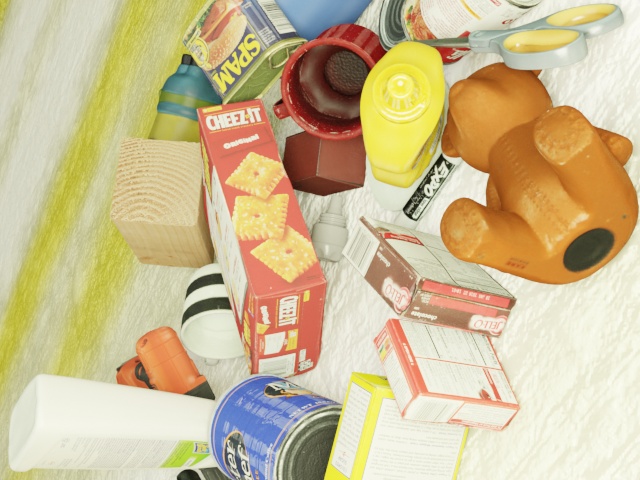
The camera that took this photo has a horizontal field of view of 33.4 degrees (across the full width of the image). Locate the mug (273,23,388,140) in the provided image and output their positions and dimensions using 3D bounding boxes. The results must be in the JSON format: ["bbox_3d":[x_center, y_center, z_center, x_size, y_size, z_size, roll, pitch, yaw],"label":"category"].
[{"bbox_3d":[0.009,-0.142,0.967,0.117,0.093,0.081,-26,16,25],"label":"mug"}]

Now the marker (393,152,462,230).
[{"bbox_3d":[0.097,-0.054,0.874,0.121,0.020,0.020,-57,34,33],"label":"marker"}]

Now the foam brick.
[{"bbox_3d":[0.003,-0.076,1.020,0.078,0.052,0.051,-8,72,60],"label":"foam brick"}]

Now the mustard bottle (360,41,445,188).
[{"bbox_3d":[0.063,-0.096,0.797,0.191,0.058,0.096,29,-101,-84],"label":"mustard bottle"}]

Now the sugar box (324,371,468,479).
[{"bbox_3d":[0.047,0.191,0.788,0.048,0.093,0.176,27,102,62],"label":"sugar box"}]

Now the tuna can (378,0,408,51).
[{"bbox_3d":[0.087,-0.201,0.937,0.086,0.033,0.086,-33,51,53],"label":"tuna can"}]

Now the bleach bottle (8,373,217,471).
[{"bbox_3d":[-0.151,0.179,0.990,0.103,0.250,0.068,-48,40,45],"label":"bleach bottle"}]

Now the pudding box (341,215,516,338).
[{"bbox_3d":[0.079,0.026,0.800,0.039,0.089,0.114,-66,29,17],"label":"pudding box"}]

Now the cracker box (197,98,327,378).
[{"bbox_3d":[-0.057,0.001,0.995,0.164,0.072,0.214,95,160,-55],"label":"cracker box"}]

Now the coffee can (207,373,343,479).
[{"bbox_3d":[-0.024,0.177,0.914,0.141,0.102,0.103,9,87,62],"label":"coffee can"}]

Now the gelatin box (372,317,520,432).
[{"bbox_3d":[0.089,0.095,0.755,0.030,0.089,0.073,-60,33,33],"label":"gelatin box"}]

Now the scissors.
[{"bbox_3d":[0.138,-0.152,0.777,0.202,0.096,0.016,34,147,63],"label":"scissors"}]

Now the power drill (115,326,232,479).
[{"bbox_3d":[-0.155,0.184,1.155,0.184,0.057,0.188,65,156,-1],"label":"power drill"}]

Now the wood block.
[{"bbox_3d":[-0.167,-0.036,1.184,0.206,0.090,0.091,93,-178,-76],"label":"wood block"}]

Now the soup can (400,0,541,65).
[{"bbox_3d":[0.120,-0.190,0.837,0.102,0.068,0.068,-30,54,54],"label":"soup can"}]

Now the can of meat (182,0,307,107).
[{"bbox_3d":[-0.074,-0.186,0.997,0.102,0.057,0.084,-42,77,39],"label":"can of meat"}]
